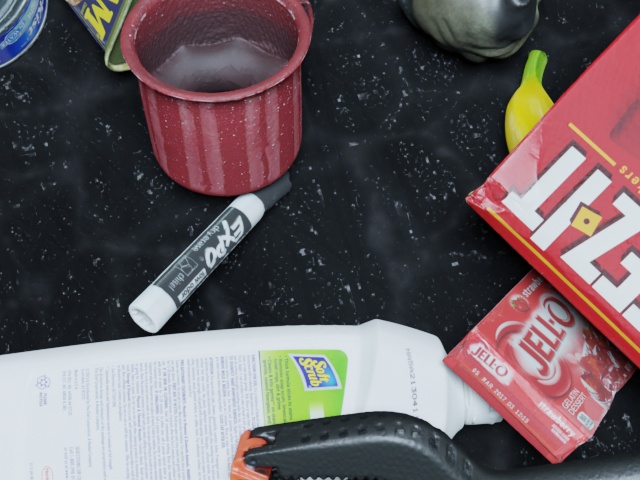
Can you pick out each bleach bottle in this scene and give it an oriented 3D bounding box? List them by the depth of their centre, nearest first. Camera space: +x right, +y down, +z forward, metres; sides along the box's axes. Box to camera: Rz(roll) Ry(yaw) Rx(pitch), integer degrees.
[{"bbox_3d":[-0.034,0.095,0.530,0.250,0.068,0.102,-4,80,-4],"label":"bleach bottle"}]

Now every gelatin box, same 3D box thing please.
[{"bbox_3d":[0.112,0.059,0.528,0.073,0.030,0.089,44,37,11],"label":"gelatin box"}]

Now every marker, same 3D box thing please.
[{"bbox_3d":[-0.054,0.001,0.555,0.020,0.020,0.121,36,57,8],"label":"marker"}]

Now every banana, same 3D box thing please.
[{"bbox_3d":[0.163,-0.019,0.569,0.069,0.037,0.198,-42,79,-7],"label":"banana"}]

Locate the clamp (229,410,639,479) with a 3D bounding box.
[{"bbox_3d":[0.064,0.126,0.483,0.210,0.036,0.165,28,108,-5],"label":"clamp"}]

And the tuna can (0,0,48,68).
[{"bbox_3d":[-0.200,-0.140,0.602,0.086,0.034,0.086,0,76,0],"label":"tuna can"}]

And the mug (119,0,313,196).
[{"bbox_3d":[-0.044,-0.085,0.557,0.093,0.081,0.117,29,58,21],"label":"mug"}]
